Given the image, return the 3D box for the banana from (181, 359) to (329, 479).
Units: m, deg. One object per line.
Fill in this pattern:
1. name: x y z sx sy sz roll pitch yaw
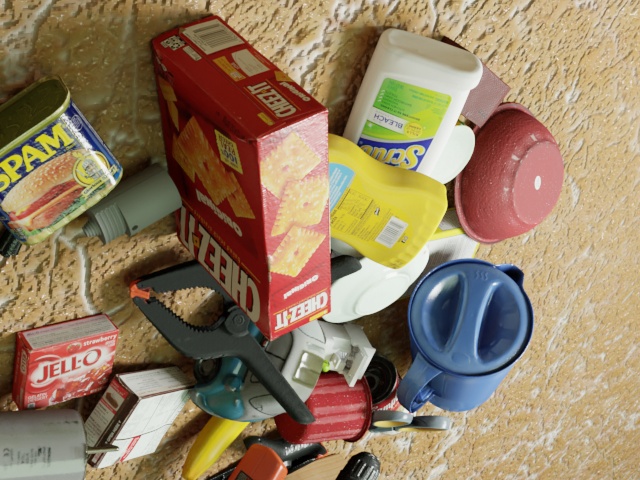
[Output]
1. banana: -0.076 0.178 1.147 0.198 0.069 0.037 -42 102 3

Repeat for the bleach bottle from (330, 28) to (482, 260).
1. bleach bottle: 0.065 -0.071 1.030 0.068 0.102 0.251 -72 -179 -59

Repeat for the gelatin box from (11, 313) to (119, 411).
1. gelatin box: -0.230 0.110 0.959 0.089 0.030 0.073 -12 131 -38

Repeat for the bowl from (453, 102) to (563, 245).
1. bowl: 0.218 -0.068 1.172 0.161 0.055 0.162 -15 113 -40

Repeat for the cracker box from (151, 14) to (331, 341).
1. cracker box: -0.064 -0.048 0.865 0.072 0.164 0.214 -25 138 -24

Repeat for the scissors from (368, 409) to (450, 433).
1. scissors: 0.059 0.214 1.245 0.096 0.202 0.016 22 66 -42

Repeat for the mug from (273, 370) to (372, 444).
1. mug: -0.008 0.189 1.211 0.081 0.093 0.117 0 163 -34

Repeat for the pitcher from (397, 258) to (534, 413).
1. pitcher: 0.156 0.129 1.231 0.149 0.145 0.243 -4 158 1

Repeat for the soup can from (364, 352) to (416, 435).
1. soup can: 0.073 0.188 1.296 0.068 0.069 0.102 -42 144 -7

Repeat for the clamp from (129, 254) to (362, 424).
1. clamp: -0.070 0.062 0.984 0.209 0.036 0.164 23 91 -13

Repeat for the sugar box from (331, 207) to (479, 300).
1. sugar box: 0.097 0.018 1.183 0.175 0.048 0.093 -9 131 -36

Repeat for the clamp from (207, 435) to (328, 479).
1. clamp: -0.064 0.262 1.252 0.120 0.039 0.171 -38 153 28

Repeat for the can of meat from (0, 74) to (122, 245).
1. can of meat: -0.208 -0.057 0.786 0.102 0.057 0.084 -35 131 -4

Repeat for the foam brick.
1. foam brick: 0.141 -0.157 1.060 0.053 0.051 0.078 -52 143 9

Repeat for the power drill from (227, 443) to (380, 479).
1. power drill: -0.024 0.293 1.184 0.187 0.057 0.184 41 78 -43

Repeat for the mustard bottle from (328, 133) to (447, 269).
1. mustard bottle: 0.012 -0.047 0.974 0.191 0.058 0.096 23 129 -15

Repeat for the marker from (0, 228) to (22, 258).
1. marker: -0.222 -0.038 0.841 0.020 0.020 0.121 15 112 -50

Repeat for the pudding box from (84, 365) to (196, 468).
1. pudding box: -0.179 0.170 1.035 0.090 0.039 0.113 -57 162 12
